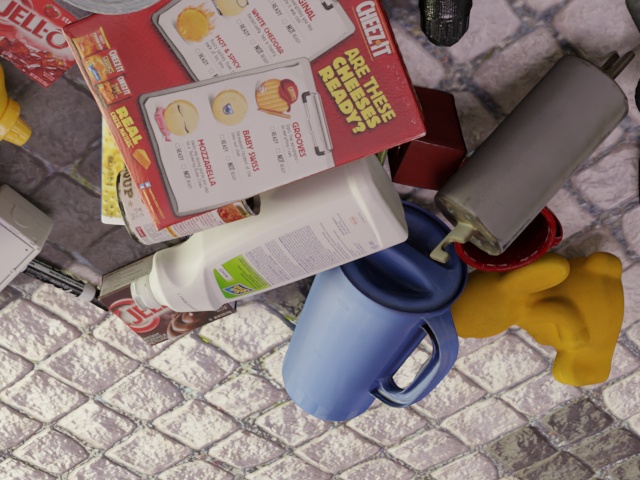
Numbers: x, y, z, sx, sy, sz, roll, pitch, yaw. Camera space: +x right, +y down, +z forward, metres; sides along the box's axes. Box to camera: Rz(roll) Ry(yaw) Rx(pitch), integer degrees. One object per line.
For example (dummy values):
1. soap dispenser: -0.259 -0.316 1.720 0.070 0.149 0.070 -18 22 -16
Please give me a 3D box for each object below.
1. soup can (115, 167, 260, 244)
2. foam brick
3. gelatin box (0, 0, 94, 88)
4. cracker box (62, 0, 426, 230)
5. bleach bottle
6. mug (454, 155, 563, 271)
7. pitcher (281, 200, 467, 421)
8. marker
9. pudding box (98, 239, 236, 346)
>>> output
1. soup can: -0.108 -0.040 0.878 0.102 0.068 0.068 -15 135 11
2. foam brick: 0.089 -0.090 0.932 0.051 0.078 0.053 9 134 -16
3. gelatin box: -0.231 -0.174 0.855 0.073 0.030 0.089 -34 129 27
4. cracker box: -0.051 -0.121 0.772 0.214 0.072 0.164 -19 109 11
5. bleach bottle: -0.056 0.001 0.932 0.251 0.068 0.102 -22 137 15
6. mug: 0.176 -0.028 0.999 0.117 0.081 0.093 16 132 -19
7. pitcher: 0.046 0.088 1.060 0.145 0.149 0.243 20 139 -4
8. marker: -0.260 0.042 1.084 0.121 0.020 0.020 29 127 -30
9. pudding box: -0.155 0.055 1.090 0.114 0.039 0.090 -24 132 19
